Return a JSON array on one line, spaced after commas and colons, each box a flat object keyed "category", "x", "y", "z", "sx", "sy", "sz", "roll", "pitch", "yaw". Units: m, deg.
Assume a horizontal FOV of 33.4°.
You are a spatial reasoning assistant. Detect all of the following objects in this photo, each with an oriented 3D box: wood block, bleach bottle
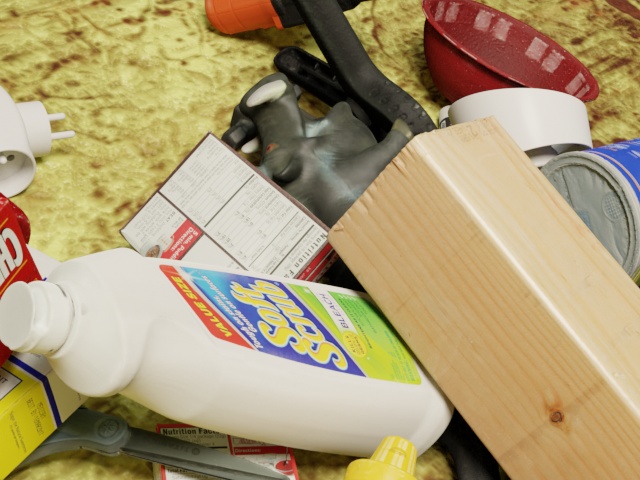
[{"category": "wood block", "x": 0.111, "y": 0.042, "z": 0.582, "sx": 0.090, "sy": 0.091, "sz": 0.206, "roll": -20, "pitch": 68, "yaw": -50}, {"category": "bleach bottle", "x": -0.042, "y": 0.059, "z": 0.532, "sx": 0.250, "sy": 0.068, "sz": 0.103, "roll": 15, "pitch": 35, "yaw": -47}]

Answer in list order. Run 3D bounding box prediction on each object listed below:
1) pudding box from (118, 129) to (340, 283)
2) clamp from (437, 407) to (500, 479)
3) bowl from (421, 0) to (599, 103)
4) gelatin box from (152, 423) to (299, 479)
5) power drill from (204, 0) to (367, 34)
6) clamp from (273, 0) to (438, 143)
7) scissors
[{"category": "pudding box", "x": -0.054, "y": 0.001, "z": 0.650, "sx": 0.113, "sy": 0.039, "sz": 0.090, "roll": 41, "pitch": 86, "yaw": 19}, {"category": "clamp", "x": 0.105, "y": 0.108, "z": 0.634, "sx": 0.120, "sy": 0.039, "sz": 0.171, "roll": 1, "pitch": 48, "yaw": -35}, {"category": "bowl", "x": 0.144, "y": -0.138, "z": 0.873, "sx": 0.162, "sy": 0.055, "sz": 0.162, "roll": 20, "pitch": 30, "yaw": -12}, {"category": "gelatin box", "x": -0.047, "y": 0.137, "z": 0.552, "sx": 0.073, "sy": 0.030, "sz": 0.089, "roll": 2, "pitch": 43, "yaw": -18}, {"category": "power drill", "x": 0.017, "y": -0.232, "z": 0.881, "sx": 0.185, "sy": 0.057, "sz": 0.187, "roll": -4, "pitch": 27, "yaw": 30}, {"category": "clamp", "x": 0.033, "y": -0.104, "z": 0.762, "sx": 0.036, "sy": 0.164, "sz": 0.210, "roll": -39, "pitch": 73, "yaw": -11}, {"category": "scissors", "x": -0.124, "y": 0.109, "z": 0.537, "sx": 0.202, "sy": 0.016, "sz": 0.096, "roll": 24, "pitch": 49, "yaw": 23}]
